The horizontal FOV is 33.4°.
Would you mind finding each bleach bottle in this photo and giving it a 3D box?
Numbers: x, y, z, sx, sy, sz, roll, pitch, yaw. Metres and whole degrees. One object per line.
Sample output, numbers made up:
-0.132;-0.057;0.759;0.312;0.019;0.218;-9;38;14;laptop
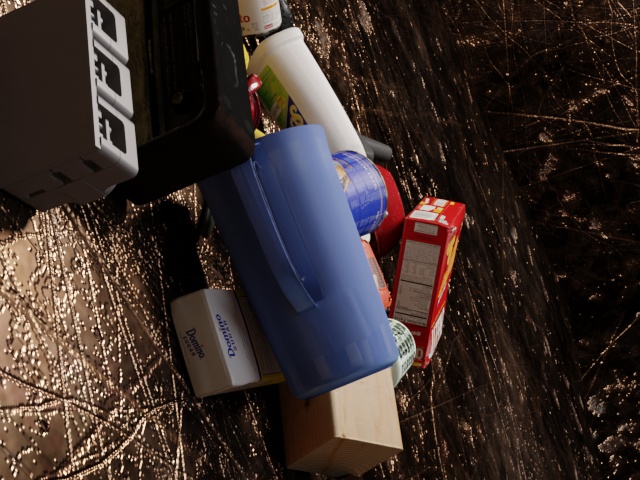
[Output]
0.004;-0.130;1.302;0.251;0.068;0.103;56;-27;9;bleach bottle

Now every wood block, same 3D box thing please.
0.013;0.135;1.132;0.090;0.091;0.206;17;51;-32;wood block

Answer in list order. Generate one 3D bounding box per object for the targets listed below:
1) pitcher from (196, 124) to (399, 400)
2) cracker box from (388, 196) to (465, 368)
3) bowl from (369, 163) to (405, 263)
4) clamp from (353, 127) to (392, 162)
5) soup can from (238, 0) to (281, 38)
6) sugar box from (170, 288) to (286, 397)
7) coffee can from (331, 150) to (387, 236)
-0.020;0.021;1.000;0.148;0.145;0.243;-17;81;-37;pitcher
0.152;0.058;1.547;0.164;0.072;0.214;-40;140;-71;cracker box
0.083;-0.050;1.536;0.162;0.055;0.162;163;-90;-85;bowl
0.023;-0.147;1.446;0.164;0.036;0.210;36;15;-1;clamp
-0.089;-0.311;1.322;0.068;0.068;0.102;-77;161;-58;soup can
-0.077;0.096;1.023;0.176;0.048;0.093;8;63;-67;sugar box
-0.007;-0.037;1.184;0.140;0.103;0.103;-22;93;-46;coffee can
